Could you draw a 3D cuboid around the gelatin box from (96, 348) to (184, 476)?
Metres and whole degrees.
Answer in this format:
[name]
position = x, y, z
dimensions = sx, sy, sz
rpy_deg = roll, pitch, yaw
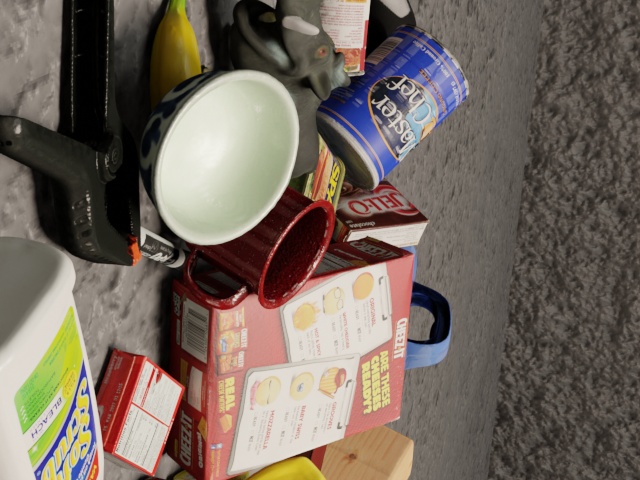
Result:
[gelatin box]
position = -0.138, 0.128, 0.787
dimensions = 0.089, 0.030, 0.073
rpy_deg = 61, 44, -64

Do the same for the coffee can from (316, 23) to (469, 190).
[coffee can]
position = 0.065, -0.134, 1.076
dimensions = 0.140, 0.103, 0.103
rpy_deg = -44, 152, -13

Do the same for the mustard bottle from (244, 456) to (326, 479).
[mustard bottle]
position = -0.038, 0.273, 0.954
dimensions = 0.096, 0.058, 0.192
rpy_deg = -32, 146, -23

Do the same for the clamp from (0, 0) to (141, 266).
[clamp]
position = -0.145, -0.049, 0.642
dimensions = 0.164, 0.036, 0.210
rpy_deg = -74, 166, -46

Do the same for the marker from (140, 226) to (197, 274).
[marker]
position = -0.120, 0.007, 0.794
dimensions = 0.121, 0.020, 0.020
rpy_deg = 38, 63, -71

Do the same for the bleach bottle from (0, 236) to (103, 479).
[bleach bottle]
position = -0.167, 0.120, 0.637
dimensions = 0.251, 0.068, 0.102
rpy_deg = 85, 23, -45

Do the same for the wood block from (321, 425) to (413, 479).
[wood block]
position = 0.015, 0.299, 1.164
dimensions = 0.205, 0.091, 0.090
rpy_deg = -54, 158, -31

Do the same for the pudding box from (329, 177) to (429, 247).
[pudding box]
position = 0.042, -0.028, 1.101
dimensions = 0.113, 0.090, 0.039
rpy_deg = -10, 132, -38

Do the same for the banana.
[banana]
position = -0.096, -0.084, 0.790
dimensions = 0.069, 0.037, 0.198
rpy_deg = -56, 151, -48

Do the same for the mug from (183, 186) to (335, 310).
[mug]
position = -0.055, 0.001, 0.801
dimensions = 0.117, 0.082, 0.093
rpy_deg = -51, 157, -19

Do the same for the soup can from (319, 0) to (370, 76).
[soup can]
position = 0.012, -0.212, 1.013
dimensions = 0.068, 0.069, 0.102
rpy_deg = -35, 132, -66

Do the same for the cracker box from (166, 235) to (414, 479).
[cracker box]
position = -0.025, 0.096, 0.908
dimensions = 0.213, 0.072, 0.164
rpy_deg = -12, 115, -38

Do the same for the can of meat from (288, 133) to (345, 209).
[can of meat]
position = -0.021, -0.051, 1.017
dimensions = 0.084, 0.057, 0.102
rpy_deg = 48, 54, -66
